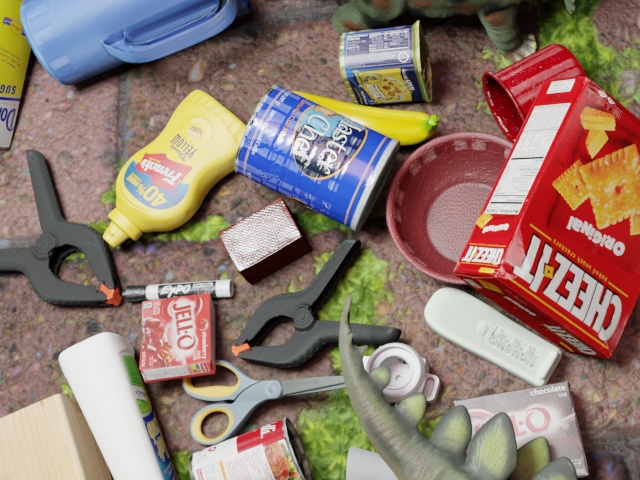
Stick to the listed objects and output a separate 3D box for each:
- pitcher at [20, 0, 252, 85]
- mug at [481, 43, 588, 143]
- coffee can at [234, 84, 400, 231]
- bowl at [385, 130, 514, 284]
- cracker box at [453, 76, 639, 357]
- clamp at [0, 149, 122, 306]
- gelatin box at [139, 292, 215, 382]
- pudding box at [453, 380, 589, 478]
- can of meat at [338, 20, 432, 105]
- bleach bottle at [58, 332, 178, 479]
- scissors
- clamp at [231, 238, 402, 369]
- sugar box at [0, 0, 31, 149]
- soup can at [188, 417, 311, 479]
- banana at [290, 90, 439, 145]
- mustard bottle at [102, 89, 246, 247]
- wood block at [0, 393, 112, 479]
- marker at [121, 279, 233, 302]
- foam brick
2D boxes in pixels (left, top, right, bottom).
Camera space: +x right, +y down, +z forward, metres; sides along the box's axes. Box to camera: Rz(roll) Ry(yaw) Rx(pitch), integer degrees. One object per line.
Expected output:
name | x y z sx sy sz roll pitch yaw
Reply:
pitcher | -0.205 -0.263 1.194 0.243 0.149 0.145 -24 97 7
mug | 0.228 -0.138 1.090 0.081 0.093 0.117 -28 99 -4
coffee can | -0.003 -0.085 1.092 0.140 0.103 0.103 26 78 7
bowl | 0.149 -0.026 1.079 0.162 0.055 0.162 -4 71 11
cracker box | 0.243 -0.021 1.003 0.164 0.072 0.213 33 76 -25
clamp | -0.307 0.016 1.170 0.210 0.036 0.164 40 83 20
gelatin box | -0.146 0.098 1.094 0.073 0.030 0.089 -7 49 3
pudding box | 0.188 0.188 1.007 0.113 0.039 0.090 -11 70 8
can of meat | 0.070 -0.183 1.125 0.084 0.102 0.057 -4 70 13
bleach bottle | -0.178 0.218 1.052 0.068 0.102 0.251 -26 74 -2
scissors | -0.054 0.166 1.057 0.202 0.016 0.096 7 81 28
clamp | -0.004 0.087 1.081 0.171 0.039 0.120 -35 58 5
sugar box | -0.374 -0.198 1.212 0.048 0.093 0.176 7 84 16
soup can | -0.068 0.221 1.035 0.102 0.068 0.068 -21 69 5
banana | 0.045 -0.131 1.129 0.198 0.069 0.037 10 67 28
mustard bottle | -0.164 -0.068 1.158 0.096 0.058 0.191 40 84 22
wood block | -0.252 0.268 1.046 0.091 0.090 0.206 -23 68 2
marker | -0.153 0.054 1.135 0.121 0.020 0.020 -4 71 11
foam brick | -0.057 0.001 1.115 0.078 0.051 0.053 -29 69 1
